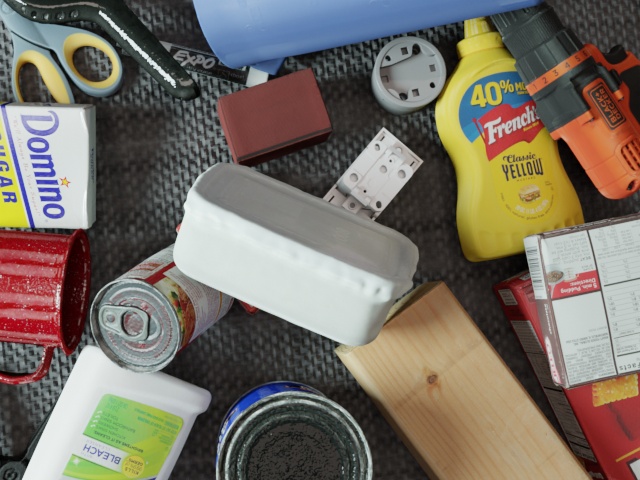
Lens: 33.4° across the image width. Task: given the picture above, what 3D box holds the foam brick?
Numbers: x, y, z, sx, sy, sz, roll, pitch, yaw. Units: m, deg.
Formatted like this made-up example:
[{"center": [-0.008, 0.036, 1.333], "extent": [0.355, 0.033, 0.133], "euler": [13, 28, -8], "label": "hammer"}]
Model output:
[{"center": [-0.036, -0.092, 0.822], "extent": [0.078, 0.053, 0.051], "euler": [-19, 87, -7], "label": "foam brick"}]

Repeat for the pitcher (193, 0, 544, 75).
[{"center": [0.033, -0.211, 0.750], "extent": [0.243, 0.149, 0.145], "euler": [-6, 83, 17], "label": "pitcher"}]

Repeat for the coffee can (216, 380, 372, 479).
[{"center": [-0.023, 0.154, 0.758], "extent": [0.102, 0.140, 0.103], "euler": [0, 85, -5], "label": "coffee can"}]

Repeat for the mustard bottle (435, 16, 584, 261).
[{"center": [0.141, -0.084, 0.833], "extent": [0.096, 0.058, 0.191], "euler": [-10, 86, -14], "label": "mustard bottle"}]

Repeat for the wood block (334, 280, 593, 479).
[{"center": [0.111, 0.139, 0.797], "extent": [0.091, 0.090, 0.206], "euler": [-37, 90, -6], "label": "wood block"}]

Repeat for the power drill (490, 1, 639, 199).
[{"center": [0.235, -0.147, 0.822], "extent": [0.187, 0.057, 0.184], "euler": [-33, 92, -24], "label": "power drill"}]

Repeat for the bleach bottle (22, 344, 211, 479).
[{"center": [-0.172, 0.207, 0.761], "extent": [0.102, 0.068, 0.251], "euler": [26, 80, -24], "label": "bleach bottle"}]

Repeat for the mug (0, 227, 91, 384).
[{"center": [-0.219, 0.046, 0.776], "extent": [0.081, 0.093, 0.117], "euler": [5, 82, 0], "label": "mug"}]

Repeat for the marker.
[{"center": [-0.100, -0.141, 0.836], "extent": [0.121, 0.020, 0.020], "euler": [14, 84, -4], "label": "marker"}]

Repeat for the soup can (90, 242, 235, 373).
[{"center": [-0.109, 0.044, 0.763], "extent": [0.069, 0.102, 0.068], "euler": [6, 108, 18], "label": "soup can"}]

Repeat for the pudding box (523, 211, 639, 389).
[{"center": [0.203, 0.042, 0.765], "extent": [0.090, 0.039, 0.113], "euler": [-11, 90, -4], "label": "pudding box"}]

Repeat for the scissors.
[{"center": [-0.220, -0.180, 0.831], "extent": [0.096, 0.016, 0.202], "euler": [-20, 87, -8], "label": "scissors"}]

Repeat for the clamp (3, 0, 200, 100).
[{"center": [-0.167, -0.210, 0.819], "extent": [0.210, 0.036, 0.164], "euler": [19, 70, -2], "label": "clamp"}]

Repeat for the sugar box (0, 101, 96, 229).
[{"center": [-0.258, -0.058, 0.794], "extent": [0.176, 0.048, 0.093], "euler": [1, 101, -2], "label": "sugar box"}]
